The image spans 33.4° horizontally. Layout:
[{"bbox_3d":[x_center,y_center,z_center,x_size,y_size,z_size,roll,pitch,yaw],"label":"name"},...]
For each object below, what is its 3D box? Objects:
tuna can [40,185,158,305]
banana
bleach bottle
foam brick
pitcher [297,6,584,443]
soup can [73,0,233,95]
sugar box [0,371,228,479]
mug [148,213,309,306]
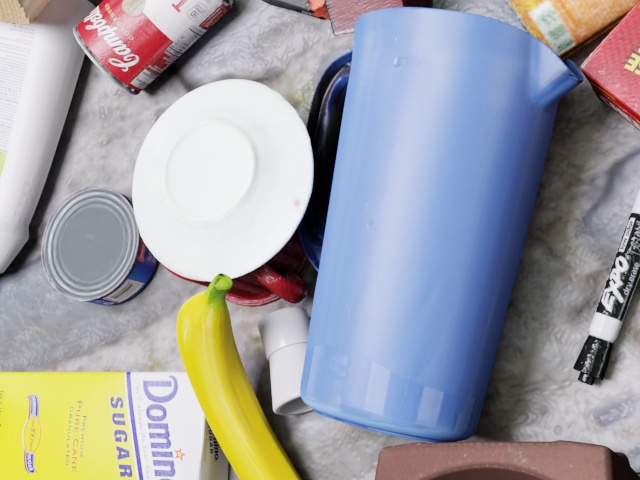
[{"bbox_3d":[-0.162,0.005,0.790,0.086,0.033,0.086,-5,77,23],"label":"tuna can"},{"bbox_3d":[-0.050,0.111,0.681,0.037,0.070,0.198,-27,107,-22],"label":"banana"},{"bbox_3d":[-0.255,-0.077,0.835,0.103,0.068,0.251,15,88,27],"label":"bleach bottle"},{"bbox_3d":[0.036,-0.171,0.706,0.053,0.078,0.051,-10,106,23],"label":"foam brick"},{"bbox_3d":[0.055,-0.009,0.650,0.145,0.149,0.243,12,87,-5],"label":"pitcher"},{"bbox_3d":[-0.123,-0.166,0.790,0.102,0.068,0.068,-40,66,11],"label":"soup can"},{"bbox_3d":[-0.150,0.139,0.750,0.176,0.048,0.093,-4,77,25],"label":"sugar box"},{"bbox_3d":[-0.055,0.001,0.715,0.093,0.081,0.117,-48,65,8],"label":"mug"}]
